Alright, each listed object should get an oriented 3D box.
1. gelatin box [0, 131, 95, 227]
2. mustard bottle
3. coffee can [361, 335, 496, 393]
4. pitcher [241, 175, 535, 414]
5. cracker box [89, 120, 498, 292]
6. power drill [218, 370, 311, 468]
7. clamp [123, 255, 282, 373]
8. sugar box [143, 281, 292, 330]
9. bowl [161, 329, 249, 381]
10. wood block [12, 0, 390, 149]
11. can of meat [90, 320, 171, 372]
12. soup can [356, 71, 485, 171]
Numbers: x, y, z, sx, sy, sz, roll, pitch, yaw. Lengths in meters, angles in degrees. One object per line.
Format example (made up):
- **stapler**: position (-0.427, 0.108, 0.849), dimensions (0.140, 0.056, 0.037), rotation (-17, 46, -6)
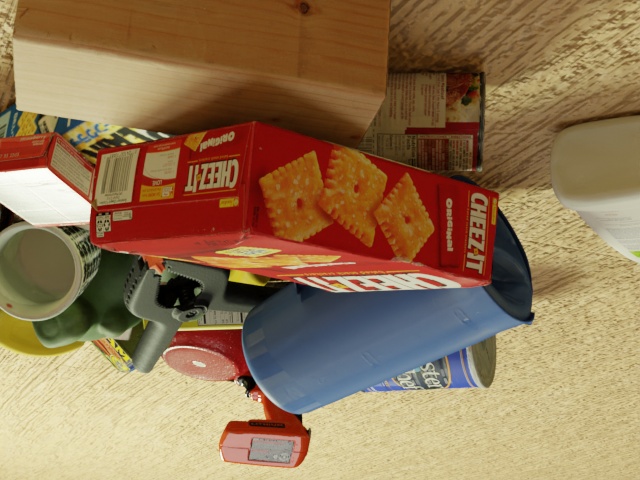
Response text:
- **gelatin box**: position (-0.193, -0.041, 0.748), dimensions (0.073, 0.030, 0.089), rotation (-3, 154, 24)
- **mustard bottle**: position (-0.316, 0.064, 1.102), dimensions (0.096, 0.058, 0.192), rotation (5, -170, -34)
- **coffee can**: position (0.111, 0.112, 1.163), dimensions (0.140, 0.103, 0.102), rotation (-6, 156, 23)
- **pitcher**: position (0.046, 0.049, 0.908), dimensions (0.243, 0.149, 0.144), rotation (-30, 166, 27)
- **cracker box**: position (-0.015, -0.013, 0.688), dimensions (0.213, 0.072, 0.164), rotation (13, 169, -42)
- **power drill**: position (-0.085, 0.192, 1.309), dimensions (0.184, 0.187, 0.057), rotation (5, 122, -7)
- **clamp**: position (-0.126, 0.056, 0.950), dimensions (0.164, 0.036, 0.210), rotation (-27, 153, 5)
- **sugar box**: position (-0.091, 0.068, 1.126), dimensions (0.176, 0.048, 0.093), rotation (-6, -178, 16)
- **bowl**: position (-0.134, 0.121, 1.248), dimensions (0.162, 0.055, 0.162), rotation (9, 149, 5)
- **wood block**: position (-0.070, -0.118, 0.633), dimensions (0.206, 0.091, 0.090), rotation (8, 158, -11)
- **can of meat**: position (-0.224, 0.097, 1.197), dimensions (0.102, 0.057, 0.084), rotation (49, 151, -5)
- **soup can**: position (0.061, -0.082, 0.734), dimensions (0.102, 0.068, 0.068), rotation (1, 158, 7)
